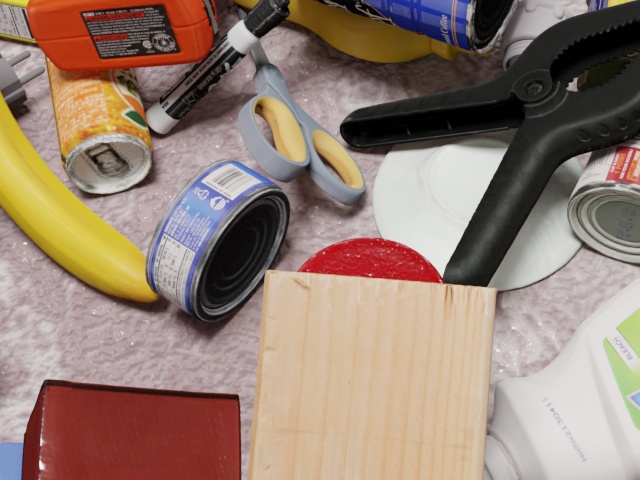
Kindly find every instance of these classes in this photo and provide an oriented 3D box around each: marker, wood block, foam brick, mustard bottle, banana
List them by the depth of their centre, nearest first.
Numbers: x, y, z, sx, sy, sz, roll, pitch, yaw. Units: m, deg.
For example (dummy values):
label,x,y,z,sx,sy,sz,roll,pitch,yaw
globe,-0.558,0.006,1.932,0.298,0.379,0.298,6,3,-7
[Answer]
label,x,y,z,sx,sy,sz,roll,pitch,yaw
foam brick,-0.074,0.090,0.413,0.078,0.053,0.051,7,55,-20
wood block,0.016,0.119,0.436,0.091,0.090,0.206,5,86,4
banana,-0.164,-0.035,0.612,0.037,0.070,0.198,-37,89,-35
marker,-0.062,-0.108,0.647,0.121,0.020,0.020,-39,52,27
mustard bottle,0.029,-0.166,0.699,0.192,0.058,0.096,30,61,21

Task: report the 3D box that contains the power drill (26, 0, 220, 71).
label,x,y,z,sx,sy,sz,roll,pitch,yaw
power drill,-0.116,-0.187,0.660,0.185,0.057,0.187,-3,51,16

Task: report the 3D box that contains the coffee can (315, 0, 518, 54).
label,x,y,z,sx,sy,sz,roll,pitch,yaw
coffee can,0.043,-0.176,0.609,0.140,0.103,0.102,22,61,19

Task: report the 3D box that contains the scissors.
label,x,y,z,sx,sy,sz,roll,pitch,yaw
scissors,-0.016,-0.085,0.666,0.096,0.016,0.201,34,25,-22

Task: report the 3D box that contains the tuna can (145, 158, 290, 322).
label,x,y,z,sx,sy,sz,roll,pitch,yaw
tuna can,-0.054,0.001,0.578,0.034,0.086,0.086,31,64,21

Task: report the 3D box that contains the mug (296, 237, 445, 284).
label,x,y,z,sx,sy,sz,roll,pitch,yaw
mug,0.029,0.061,0.534,0.093,0.081,0.117,-21,57,-9

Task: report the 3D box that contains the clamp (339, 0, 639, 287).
label,x,y,z,sx,sy,sz,roll,pitch,yaw
clamp,0.115,-0.075,0.596,0.210,0.036,0.165,-38,44,-1
